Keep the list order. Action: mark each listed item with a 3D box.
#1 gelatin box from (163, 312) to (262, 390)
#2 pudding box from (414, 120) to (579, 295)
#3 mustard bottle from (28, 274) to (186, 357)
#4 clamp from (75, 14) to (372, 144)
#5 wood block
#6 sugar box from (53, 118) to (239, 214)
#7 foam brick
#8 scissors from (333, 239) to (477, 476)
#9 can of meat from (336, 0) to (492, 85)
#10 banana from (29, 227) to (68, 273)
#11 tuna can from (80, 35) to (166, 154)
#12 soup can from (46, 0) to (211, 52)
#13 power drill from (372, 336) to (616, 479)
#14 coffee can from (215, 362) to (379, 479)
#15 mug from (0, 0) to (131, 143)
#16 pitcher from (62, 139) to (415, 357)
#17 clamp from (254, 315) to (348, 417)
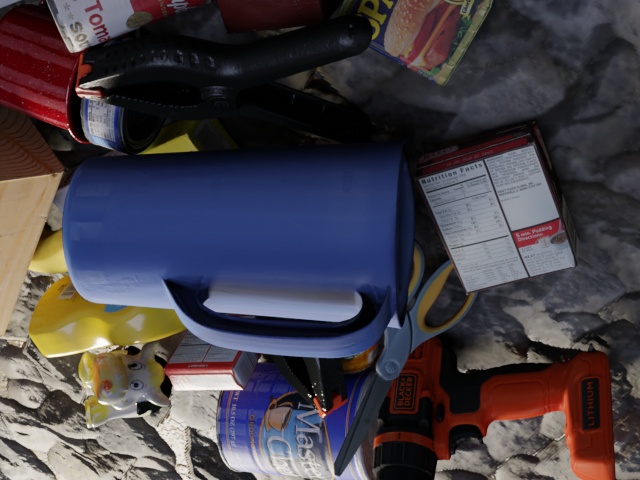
[{"bbox_3d":[-0.086,0.093,0.943,0.073,0.089,0.030,-5,127,28],"label":"gelatin box"},{"bbox_3d":[0.129,-0.022,0.772,0.090,0.039,0.113,-15,118,21],"label":"pudding box"},{"bbox_3d":[-0.162,0.054,0.941,0.192,0.096,0.058,-11,118,32],"label":"mustard bottle"},{"bbox_3d":[-0.060,-0.111,0.716,0.210,0.036,0.164,5,162,-3],"label":"clamp"},{"bbox_3d":[-0.299,-0.008,0.897,0.091,0.090,0.206,51,131,25],"label":"wood block"},{"bbox_3d":[-0.137,-0.038,0.887,0.177,0.048,0.093,-20,117,35],"label":"sugar box"},{"bbox_3d":[-0.027,-0.176,0.715,0.078,0.053,0.051,0,127,26],"label":"foam brick"},{"bbox_3d":[0.044,0.080,0.832,0.096,0.016,0.202,41,90,-11],"label":"scissors"},{"bbox_3d":[0.065,-0.160,0.684,0.084,0.057,0.102,28,134,-2],"label":"can of meat"},{"bbox_3d":[-0.254,0.000,0.945,0.198,0.037,0.069,13,146,42],"label":"banana"},{"bbox_3d":[-0.143,-0.108,0.803,0.034,0.086,0.086,19,133,13],"label":"tuna can"},{"bbox_3d":[-0.134,-0.176,0.722,0.102,0.068,0.068,-22,123,-5],"label":"soup can"},{"bbox_3d":[0.134,0.153,0.839,0.188,0.184,0.057,-2,146,16],"label":"power drill"},{"bbox_3d":[-0.008,0.162,0.955,0.140,0.102,0.103,0,127,25],"label":"coffee can"},{"bbox_3d":[-0.196,-0.142,0.808,0.081,0.093,0.117,20,103,15],"label":"mug"},{"bbox_3d":[-0.055,0.001,0.758,0.243,0.149,0.145,0,92,9],"label":"pitcher"},{"bbox_3d":[-0.026,0.060,0.872,0.171,0.039,0.120,54,154,7],"label":"clamp"}]
